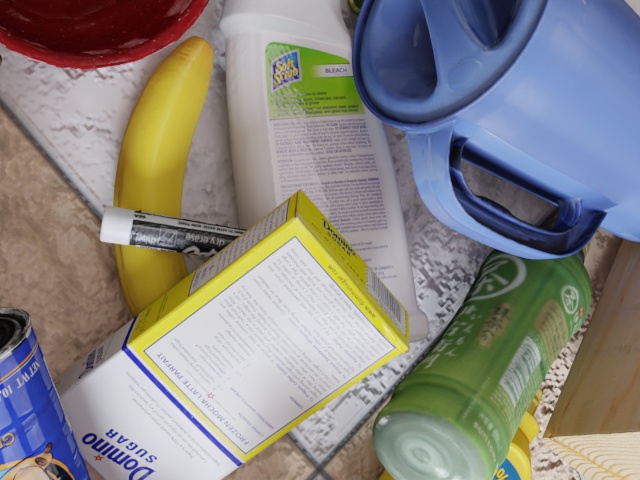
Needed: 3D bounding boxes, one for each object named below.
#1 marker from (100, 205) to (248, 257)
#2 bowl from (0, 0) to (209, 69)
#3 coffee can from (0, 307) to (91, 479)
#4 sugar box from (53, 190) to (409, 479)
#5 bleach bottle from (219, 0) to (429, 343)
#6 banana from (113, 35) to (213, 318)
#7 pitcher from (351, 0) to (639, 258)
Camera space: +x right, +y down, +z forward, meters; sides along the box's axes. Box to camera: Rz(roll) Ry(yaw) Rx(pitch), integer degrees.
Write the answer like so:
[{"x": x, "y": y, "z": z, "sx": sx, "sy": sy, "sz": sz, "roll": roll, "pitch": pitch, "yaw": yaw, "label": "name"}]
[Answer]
[{"x": -0.054, "y": 0.001, "z": 0.560, "sx": 0.121, "sy": 0.020, "sz": 0.020, "roll": 9, "pitch": 85, "yaw": -8, "label": "marker"}, {"x": -0.133, "y": -0.166, "z": 0.559, "sx": 0.161, "sy": 0.055, "sz": 0.162, "roll": 0, "pitch": 89, "yaw": -25, "label": "bowl"}, {"x": -0.162, "y": 0.116, "z": 0.503, "sx": 0.102, "sy": 0.103, "sz": 0.140, "roll": -24, "pitch": 109, "yaw": -23, "label": "coffee can"}, {"x": -0.050, "y": 0.064, "z": 0.553, "sx": 0.176, "sy": 0.048, "sz": 0.093, "roll": -35, "pitch": 107, "yaw": 17, "label": "sugar box"}, {"x": -0.002, "y": -0.062, "z": 0.616, "sx": 0.102, "sy": 0.068, "sz": 0.251, "roll": -6, "pitch": 90, "yaw": -24, "label": "bleach bottle"}, {"x": -0.082, "y": -0.013, "z": 0.592, "sx": 0.069, "sy": 0.037, "sz": 0.198, "roll": -8, "pitch": 93, "yaw": -31, "label": "banana"}, {"x": 0.141, "y": -0.074, "z": 0.622, "sx": 0.242, "sy": 0.145, "sz": 0.149, "roll": 25, "pitch": 114, "yaw": -40, "label": "pitcher"}]
